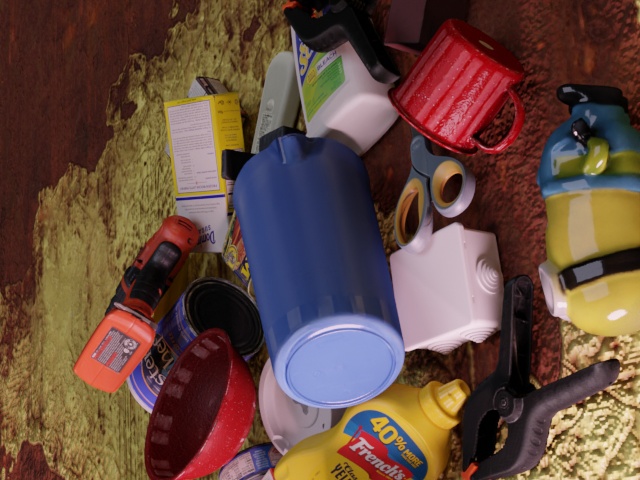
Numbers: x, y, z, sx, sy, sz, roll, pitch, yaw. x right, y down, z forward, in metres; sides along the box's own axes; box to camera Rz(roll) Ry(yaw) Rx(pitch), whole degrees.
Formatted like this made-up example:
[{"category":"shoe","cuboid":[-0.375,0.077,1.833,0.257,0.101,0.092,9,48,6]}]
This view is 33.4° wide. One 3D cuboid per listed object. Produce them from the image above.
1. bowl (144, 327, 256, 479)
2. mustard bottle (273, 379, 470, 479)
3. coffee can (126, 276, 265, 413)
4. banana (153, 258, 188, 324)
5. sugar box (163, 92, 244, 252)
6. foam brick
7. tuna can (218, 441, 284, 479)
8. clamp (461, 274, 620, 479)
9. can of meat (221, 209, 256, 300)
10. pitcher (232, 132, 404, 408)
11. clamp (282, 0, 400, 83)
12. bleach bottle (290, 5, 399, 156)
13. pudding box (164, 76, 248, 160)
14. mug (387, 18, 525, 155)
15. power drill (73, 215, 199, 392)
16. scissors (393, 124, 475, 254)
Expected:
[{"category":"bowl","cuboid":[-0.110,0.170,1.048,0.162,0.055,0.162,-44,31,35]},{"category":"mustard bottle","cuboid":[0.054,0.178,0.915,0.192,0.058,0.096,-42,88,26]},{"category":"coffee can","cuboid":[-0.138,0.121,1.175,0.141,0.102,0.103,-47,48,37]},{"category":"banana","cuboid":[-0.184,0.085,1.286,0.069,0.037,0.198,-105,21,-86]},{"category":"sugar box","cuboid":[-0.125,-0.075,1.209,0.094,0.048,0.176,0,100,46]},{"category":"foam brick","cuboid":[0.098,-0.210,0.967,0.051,0.052,0.078,15,94,54]},{"category":"tuna can","cuboid":[-0.057,0.235,1.056,0.086,0.086,0.034,-52,43,34]},{"category":"clamp","cuboid":[0.162,0.125,0.823,0.120,0.039,0.171,43,123,54]},{"category":"can of meat","cuboid":[-0.057,0.001,1.130,0.084,0.057,0.102,44,120,51]},{"category":"pitcher","cuboid":[0.001,0.034,0.945,0.145,0.149,0.243,-50,31,27]},{"category":"clamp","cuboid":[0.030,-0.207,0.965,0.210,0.036,0.164,-1,66,53]},{"category":"bleach bottle","cuboid":[0.008,-0.207,1.082,0.103,0.068,0.251,-43,48,38]},{"category":"pudding box","cuboid":[-0.139,-0.127,1.283,0.090,0.039,0.114,52,127,41]},{"category":"mug","cuboid":[0.123,-0.123,0.890,0.117,0.093,0.082,50,118,29]},{"category":"power drill","cuboid":[-0.209,0.078,1.174,0.185,0.057,0.187,-53,13,31]},{"category":"scissors","cuboid":[0.101,-0.082,0.928,0.096,0.016,0.201,-26,45,46]}]
